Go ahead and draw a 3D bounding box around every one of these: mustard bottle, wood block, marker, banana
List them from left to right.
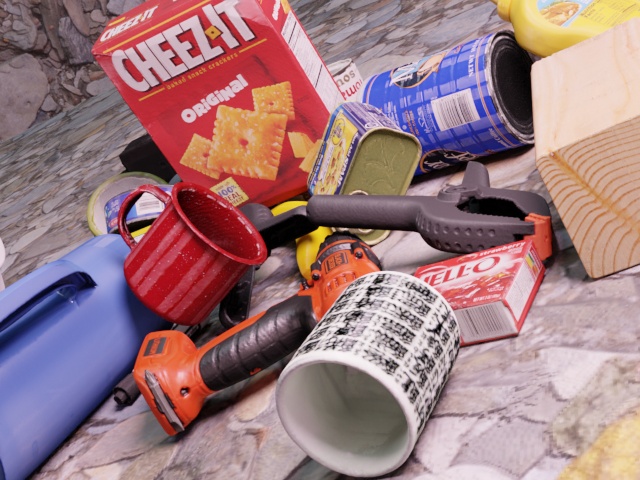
[{"bbox_3d":[-0.131,0.094,0.882,0.020,0.020,0.121,-14,23,39],"label":"marker"},{"bbox_3d":[-0.019,-0.003,0.963,0.069,0.037,0.198,-54,20,-7],"label":"banana"},{"bbox_3d":[0.219,-0.176,0.880,0.192,0.058,0.096,31,52,29],"label":"mustard bottle"},{"bbox_3d":[0.200,-0.070,0.719,0.090,0.091,0.206,-23,19,20],"label":"wood block"}]

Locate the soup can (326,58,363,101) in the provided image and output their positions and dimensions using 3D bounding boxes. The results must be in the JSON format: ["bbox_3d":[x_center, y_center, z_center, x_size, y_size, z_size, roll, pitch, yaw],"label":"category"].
[{"bbox_3d":[0.027,-0.133,1.131,0.068,0.102,0.068,-26,18,9],"label":"soup can"}]

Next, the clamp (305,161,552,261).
[{"bbox_3d":[0.109,-0.024,0.791,0.164,0.036,0.210,-17,19,-30],"label":"clamp"}]

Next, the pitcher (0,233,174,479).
[{"bbox_3d":[-0.221,0.086,0.854,0.149,0.145,0.242,-13,21,38],"label":"pitcher"}]

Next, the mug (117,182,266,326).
[{"bbox_3d":[-0.113,0.006,0.852,0.082,0.117,0.093,-49,4,20],"label":"mug"}]

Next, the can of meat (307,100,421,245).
[{"bbox_3d":[0.033,-0.060,0.908,0.102,0.057,0.084,-69,25,19],"label":"can of meat"}]

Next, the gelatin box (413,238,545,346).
[{"bbox_3d":[0.092,0.037,0.688,0.089,0.030,0.073,-16,22,34],"label":"gelatin box"}]

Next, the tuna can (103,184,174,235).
[{"bbox_3d":[-0.162,-0.022,1.017,0.086,0.034,0.086,-11,-17,-4],"label":"tuna can"}]

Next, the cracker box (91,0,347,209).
[{"bbox_3d":[-0.079,-0.131,0.976,0.164,0.213,0.072,-21,31,22],"label":"cracker box"}]

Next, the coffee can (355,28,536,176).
[{"bbox_3d":[0.117,-0.119,0.957,0.141,0.103,0.102,-14,23,38],"label":"coffee can"}]

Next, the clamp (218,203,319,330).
[{"bbox_3d":[-0.056,0.001,0.932,0.120,0.039,0.171,-45,25,5],"label":"clamp"}]

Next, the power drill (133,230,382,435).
[{"bbox_3d":[-0.040,0.059,0.782,0.187,0.057,0.184,-29,12,4],"label":"power drill"}]
